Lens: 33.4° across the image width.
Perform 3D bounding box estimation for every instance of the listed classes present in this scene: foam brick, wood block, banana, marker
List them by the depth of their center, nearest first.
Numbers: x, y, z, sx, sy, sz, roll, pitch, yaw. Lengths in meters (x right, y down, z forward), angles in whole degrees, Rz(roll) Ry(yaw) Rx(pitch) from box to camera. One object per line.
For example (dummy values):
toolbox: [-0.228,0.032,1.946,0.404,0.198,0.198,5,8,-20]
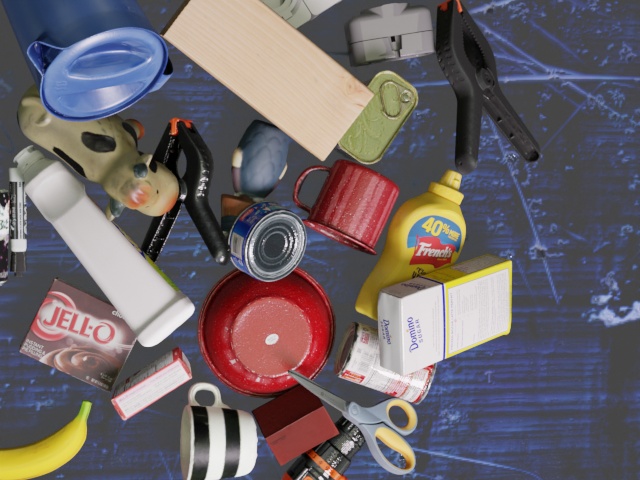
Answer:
wood block: [-0.057,-0.185,1.113,0.206,0.090,0.091,37,93,-16]
marker: [-0.335,-0.020,1.182,0.020,0.020,0.121,0,94,-8]
banana: [-0.346,0.235,1.193,0.197,0.037,0.069,-13,78,-8]
foam brick: [-0.029,0.207,1.216,0.078,0.051,0.053,-28,127,-4]

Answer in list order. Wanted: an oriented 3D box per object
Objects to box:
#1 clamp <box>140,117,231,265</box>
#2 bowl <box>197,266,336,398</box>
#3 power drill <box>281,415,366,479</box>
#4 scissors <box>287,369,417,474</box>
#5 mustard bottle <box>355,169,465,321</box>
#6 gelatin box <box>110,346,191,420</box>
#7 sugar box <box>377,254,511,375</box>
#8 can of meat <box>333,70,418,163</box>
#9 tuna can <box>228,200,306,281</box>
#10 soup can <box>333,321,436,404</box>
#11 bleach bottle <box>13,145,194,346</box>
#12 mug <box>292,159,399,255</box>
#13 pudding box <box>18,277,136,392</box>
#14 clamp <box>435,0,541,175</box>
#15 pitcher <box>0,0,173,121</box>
clamp: [-0.161,-0.047,1.185,0.120,0.039,0.171,-12,80,23]
bowl: [-0.058,0.105,1.213,0.162,0.055,0.162,-1,95,-8]
power drill: [0.041,0.314,1.243,0.187,0.057,0.184,44,85,-7]
scissors: [0.047,0.184,1.216,0.201,0.016,0.096,48,46,-18]
mustard bottle: [0.116,0.009,1.224,0.096,0.058,0.191,23,89,-33]
gelatin box: [-0.187,0.159,1.188,0.089,0.073,0.030,-33,98,-5]
sugar box: [0.141,0.081,1.198,0.175,0.048,0.093,-14,110,-35]
can of meat: [0.056,-0.136,1.196,0.057,0.084,0.102,34,89,-9]
tuna can: [-0.058,0.001,1.179,0.085,0.034,0.086,-16,118,-33]
soup can: [0.074,0.140,1.227,0.102,0.068,0.068,20,91,-9]
bleach bottle: [-0.240,-0.001,1.143,0.068,0.102,0.251,-41,87,-6]
mug: [0.026,-0.044,1.200,0.117,0.093,0.081,25,85,1]
pudding box: [-0.265,0.104,1.191,0.113,0.039,0.090,26,89,-10]
clamp: [0.171,-0.171,1.200,0.036,0.164,0.210,-21,91,39]
pitcher: [-0.256,-0.249,1.091,0.145,0.149,0.243,-24,67,-13]
